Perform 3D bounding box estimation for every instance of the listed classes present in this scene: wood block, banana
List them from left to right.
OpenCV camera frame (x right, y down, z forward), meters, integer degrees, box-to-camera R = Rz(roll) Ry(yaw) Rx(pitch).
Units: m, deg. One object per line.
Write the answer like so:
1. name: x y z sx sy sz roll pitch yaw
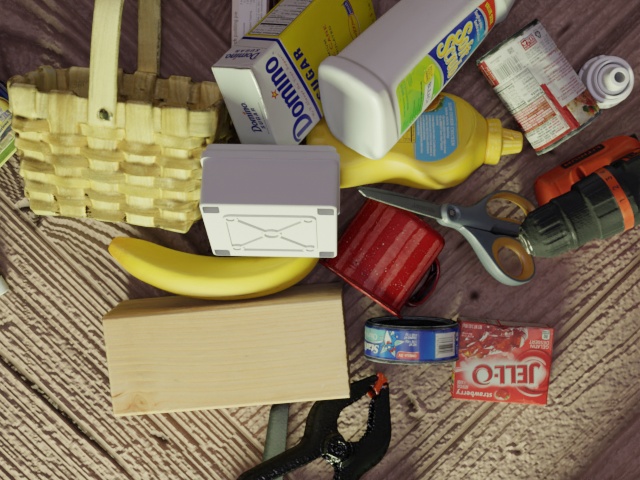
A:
1. banana: -0.083 0.019 0.927 0.197 0.037 0.069 -7 65 -2
2. wood block: -0.079 0.095 0.953 0.206 0.090 0.091 -5 97 3

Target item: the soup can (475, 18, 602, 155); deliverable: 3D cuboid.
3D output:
1. soup can: 0.193 -0.136 0.948 0.068 0.068 0.102 -35 93 3

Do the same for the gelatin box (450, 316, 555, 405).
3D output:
1. gelatin box: 0.167 0.112 0.984 0.089 0.030 0.073 5 94 1

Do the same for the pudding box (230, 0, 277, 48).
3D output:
1. pudding box: -0.057 -0.195 0.936 0.039 0.090 0.113 -1 94 1

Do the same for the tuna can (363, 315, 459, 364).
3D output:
1. tuna can: 0.082 0.089 0.956 0.086 0.086 0.034 1 93 0

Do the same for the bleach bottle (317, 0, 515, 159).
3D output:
1. bleach bottle: 0.102 -0.185 0.906 0.068 0.102 0.250 33 67 24

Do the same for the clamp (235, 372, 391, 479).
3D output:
1. clamp: 0.018 0.200 0.960 0.120 0.039 0.171 45 73 -3

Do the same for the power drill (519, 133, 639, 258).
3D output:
1. power drill: 0.238 -0.041 0.895 0.184 0.187 0.057 -25 95 1

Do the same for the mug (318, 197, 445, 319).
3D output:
1. mug: 0.065 0.017 0.957 0.117 0.093 0.081 36 89 -33

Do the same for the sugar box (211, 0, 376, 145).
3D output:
1. sugar box: -0.013 -0.154 0.893 0.048 0.176 0.093 8 136 32

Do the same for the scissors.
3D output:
1. scissors: 0.120 -0.004 0.923 0.201 0.016 0.096 -4 76 -36

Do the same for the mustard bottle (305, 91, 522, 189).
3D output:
1. mustard bottle: 0.083 -0.090 0.948 0.191 0.058 0.096 1 54 0
